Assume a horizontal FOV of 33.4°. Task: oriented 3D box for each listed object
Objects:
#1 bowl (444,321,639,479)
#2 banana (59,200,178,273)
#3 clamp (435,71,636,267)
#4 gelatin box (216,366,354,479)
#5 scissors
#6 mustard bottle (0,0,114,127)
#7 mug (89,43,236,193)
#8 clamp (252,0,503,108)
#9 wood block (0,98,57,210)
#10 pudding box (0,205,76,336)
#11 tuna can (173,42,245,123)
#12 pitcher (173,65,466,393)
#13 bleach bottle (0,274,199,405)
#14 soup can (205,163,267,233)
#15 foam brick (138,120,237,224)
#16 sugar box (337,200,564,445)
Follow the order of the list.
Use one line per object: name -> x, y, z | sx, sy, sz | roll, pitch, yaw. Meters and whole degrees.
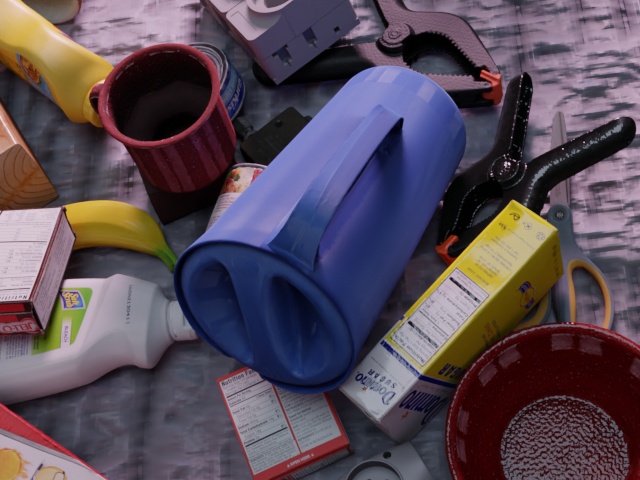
bowl -> 0.166, 0.139, 0.721 | 0.162, 0.055, 0.162 | -4, 63, 8
banana -> -0.212, 0.004, 0.869 | 0.198, 0.037, 0.069 | -9, 60, 6
clamp -> 0.156, -0.048, 0.811 | 0.120, 0.039, 0.171 | 22, 78, 48
gelatin box -> -0.026, 0.128, 0.777 | 0.073, 0.030, 0.089 | -24, 62, -1
scissors -> 0.166, -0.006, 0.817 | 0.096, 0.016, 0.202 | -13, 62, 4
mustard bottle -> -0.231, -0.152, 0.917 | 0.192, 0.096, 0.058 | 37, 77, 22
mug -> -0.123, -0.091, 0.816 | 0.117, 0.081, 0.093 | 13, 66, 17
clamp -> 0.055, -0.158, 0.901 | 0.210, 0.036, 0.164 | 36, 76, 28
wood block -> -0.320, -0.107, 0.916 | 0.090, 0.090, 0.206 | -33, 63, -7
pudding box -> -0.242, 0.023, 0.803 | 0.090, 0.039, 0.113 | -2, 42, 6
tuna can -> -0.109, -0.126, 0.907 | 0.086, 0.033, 0.086 | -12, 55, 18
pitcher -> 0.016, -0.025, 0.750 | 0.149, 0.145, 0.242 | -5, 36, 38
bleach bottle -> -0.217, 0.081, 0.819 | 0.251, 0.068, 0.102 | -6, 61, 5
soup can -> -0.055, 0.001, 0.825 | 0.068, 0.068, 0.102 | 11, 67, 16
foam brick -> -0.107, -0.059, 0.873 | 0.078, 0.051, 0.053 | -22, 61, -1
sugar box -> 0.095, 0.061, 0.741 | 0.048, 0.093, 0.176 | 38, 84, 26
